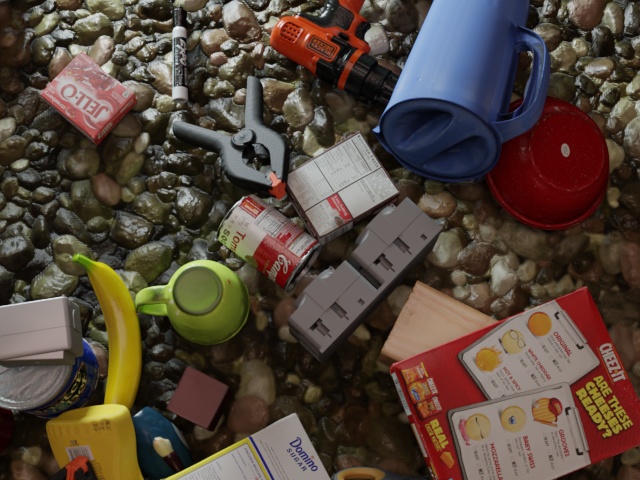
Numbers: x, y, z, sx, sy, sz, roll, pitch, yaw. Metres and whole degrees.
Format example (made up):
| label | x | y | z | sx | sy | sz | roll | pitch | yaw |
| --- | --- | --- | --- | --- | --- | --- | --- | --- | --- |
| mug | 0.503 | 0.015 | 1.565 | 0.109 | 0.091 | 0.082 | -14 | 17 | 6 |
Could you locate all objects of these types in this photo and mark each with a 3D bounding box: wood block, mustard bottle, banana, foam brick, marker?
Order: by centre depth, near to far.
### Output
| label | x | y | z | sx | sy | sz | roll | pitch | yaw |
| --- | --- | --- | --- | --- | --- | --- | --- | --- | --- |
| mustard bottle | -0.224 | 0.273 | 1.132 | 0.096 | 0.058 | 0.191 | -11 | 97 | 27 |
| wood block | 0.174 | 0.134 | 1.162 | 0.206 | 0.091 | 0.090 | 27 | 80 | 6 |
| foam brick | -0.131 | 0.173 | 1.162 | 0.051 | 0.078 | 0.053 | 26 | 78 | 4 |
| banana | -0.230 | 0.109 | 1.188 | 0.069 | 0.037 | 0.198 | -9 | 83 | -40 |
| marker | -0.169 | -0.225 | 1.285 | 0.020 | 0.020 | 0.121 | -2 | 77 | 0 |

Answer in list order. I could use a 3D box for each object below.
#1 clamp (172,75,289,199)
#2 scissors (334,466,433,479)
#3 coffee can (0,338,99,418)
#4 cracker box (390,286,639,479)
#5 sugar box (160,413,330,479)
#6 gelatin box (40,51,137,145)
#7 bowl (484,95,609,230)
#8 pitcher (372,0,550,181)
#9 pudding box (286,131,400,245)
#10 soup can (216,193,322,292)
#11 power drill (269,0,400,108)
| label | x | y | z | sx | sy | sz | roll | pitch | yaw |
| --- | --- | --- | --- | --- | --- | --- | --- | --- | --- |
| clamp | -0.081 | -0.119 | 1.232 | 0.120 | 0.039 | 0.172 | -43 | 62 | -6 |
| scissors | 0.102 | 0.259 | 1.164 | 0.201 | 0.096 | 0.016 | -8 | 106 | -31 |
| coffee can | -0.301 | 0.135 | 1.140 | 0.103 | 0.140 | 0.103 | 0 | 77 | 0 |
| cracker box | 0.197 | 0.164 | 1.072 | 0.213 | 0.072 | 0.164 | -21 | 80 | -4 |
| sugar box | -0.081 | 0.260 | 1.121 | 0.175 | 0.048 | 0.093 | -20 | 77 | -36 |
| gelatin box | -0.274 | -0.169 | 1.267 | 0.089 | 0.030 | 0.073 | 40 | 80 | 9 |
| bowl | 0.268 | -0.095 | 1.213 | 0.162 | 0.055 | 0.162 | 2 | 80 | -14 |
| pitcher | 0.169 | -0.195 | 1.189 | 0.149 | 0.145 | 0.242 | 23 | 58 | -4 |
| pudding box | 0.022 | -0.060 | 1.236 | 0.113 | 0.039 | 0.090 | -30 | 78 | -8 |
| soup can | -0.058 | 0.001 | 1.206 | 0.102 | 0.068 | 0.068 | 36 | 80 | 9 |
| power drill | 0.058 | -0.265 | 1.272 | 0.184 | 0.057 | 0.187 | 29 | 79 | 7 |
